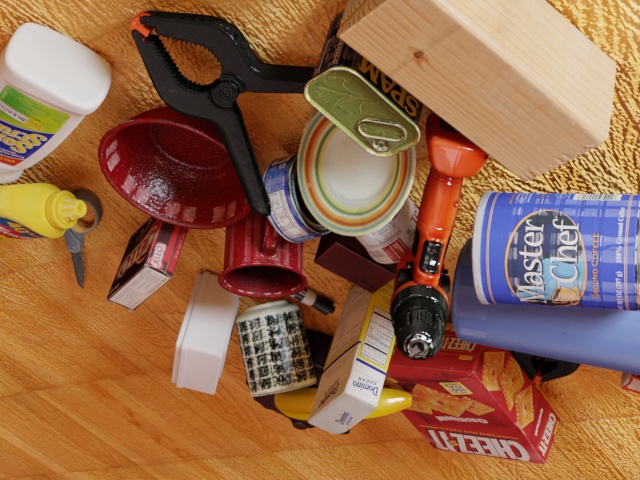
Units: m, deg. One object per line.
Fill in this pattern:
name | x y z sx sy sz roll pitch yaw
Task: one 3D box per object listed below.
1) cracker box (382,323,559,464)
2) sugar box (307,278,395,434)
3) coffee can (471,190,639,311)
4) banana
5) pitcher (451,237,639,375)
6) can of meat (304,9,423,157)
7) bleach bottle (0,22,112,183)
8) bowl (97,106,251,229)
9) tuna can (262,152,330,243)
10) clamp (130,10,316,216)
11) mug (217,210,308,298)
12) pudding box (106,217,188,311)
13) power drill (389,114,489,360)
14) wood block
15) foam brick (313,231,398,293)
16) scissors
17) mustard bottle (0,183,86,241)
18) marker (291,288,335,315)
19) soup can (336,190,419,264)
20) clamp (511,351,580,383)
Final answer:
cracker box | 0.163 0.179 1.260 0.164 0.072 0.213 1 143 39
sugar box | 0.044 0.115 1.149 0.048 0.176 0.093 26 144 -13
coffee can | 0.213 0.009 0.940 0.140 0.102 0.103 2 143 21
banana | 0.012 0.189 1.260 0.198 0.069 0.037 -4 101 40
pitcher | 0.255 0.050 1.033 0.243 0.149 0.145 6 159 19
can of meat | 0.043 -0.134 0.889 0.102 0.084 0.058 37 140 -27
bleach bottle | -0.301 -0.117 1.075 0.102 0.068 0.251 28 146 -19
bowl | -0.135 -0.081 1.059 0.162 0.055 0.162 11 145 8
tuna can | -0.018 -0.042 1.039 0.034 0.086 0.086 -15 135 34
clamp | -0.071 -0.140 0.945 0.210 0.036 0.165 42 109 -15
mug | -0.057 0.001 1.100 0.093 0.081 0.117 3 155 -6
pudding box | -0.190 0.018 1.188 0.039 0.090 0.114 29 144 -18
power drill | 0.100 -0.006 0.935 0.057 0.184 0.188 12 111 -1
wood block | 0.126 -0.148 0.833 0.206 0.090 0.091 34 142 -24
foam brick | 0.042 0.010 1.116 0.078 0.051 0.053 29 144 -16
scissors | -0.309 -0.008 1.265 0.096 0.016 0.202 24 144 -8
mustard bottle | -0.336 -0.030 1.176 0.192 0.058 0.096 -3 160 29
marker | -0.035 0.055 1.237 0.121 0.020 0.020 28 143 -16
soup can | 0.052 -0.031 1.041 0.069 0.068 0.102 -12 137 34
clamp | 0.264 0.112 1.174 0.120 0.039 0.171 16 152 19
